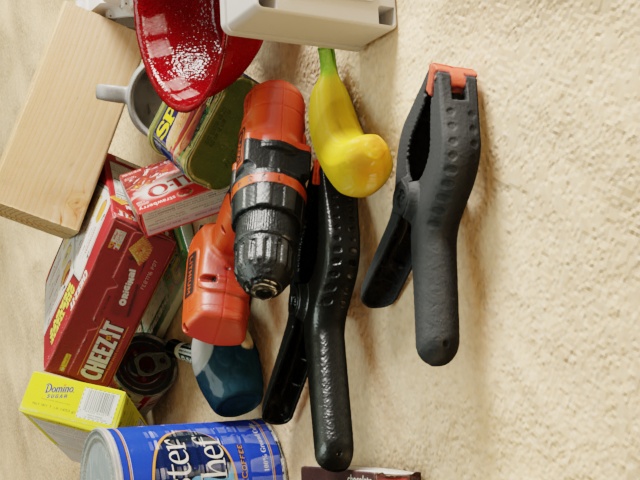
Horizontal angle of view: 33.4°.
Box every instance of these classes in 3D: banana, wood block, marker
[{"bbox_3d":[0.015,-0.066,0.693,0.198,0.037,0.069,-111,6,-61],"label":"banana"},{"bbox_3d":[-0.250,-0.115,1.050,0.090,0.090,0.206,-13,58,69],"label":"wood block"},{"bbox_3d":[-0.119,0.107,1.002,0.121,0.020,0.020,1,90,62],"label":"marker"}]

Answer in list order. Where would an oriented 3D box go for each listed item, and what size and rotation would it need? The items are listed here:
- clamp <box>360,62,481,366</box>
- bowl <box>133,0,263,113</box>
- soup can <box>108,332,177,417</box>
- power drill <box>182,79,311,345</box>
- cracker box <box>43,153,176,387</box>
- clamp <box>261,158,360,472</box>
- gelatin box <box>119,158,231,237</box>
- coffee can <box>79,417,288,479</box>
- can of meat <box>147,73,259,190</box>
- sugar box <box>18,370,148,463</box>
[{"bbox_3d":[0.065,-0.014,0.627,0.120,0.039,0.171,-131,47,-58],"label":"clamp"},{"bbox_3d":[-0.083,-0.177,0.792,0.162,0.055,0.162,19,112,56],"label":"bowl"},{"bbox_3d":[-0.194,0.144,1.092,0.102,0.068,0.068,-48,48,52],"label":"soup can"},{"bbox_3d":[-0.055,0.001,0.794,0.188,0.057,0.184,120,159,-49],"label":"power drill"},{"bbox_3d":[-0.212,0.023,1.056,0.164,0.072,0.214,-63,22,13],"label":"cracker box"},{"bbox_3d":[-0.006,0.050,0.759,0.165,0.036,0.210,165,110,-71],"label":"clamp"},{"bbox_3d":[-0.126,-0.045,0.945,0.073,0.089,0.030,-126,20,-51],"label":"gelatin box"},{"bbox_3d":[-0.110,0.197,0.851,0.103,0.140,0.103,-4,86,63],"label":"coffee can"},{"bbox_3d":[-0.092,-0.101,0.896,0.102,0.057,0.084,-61,36,9],"label":"can of meat"},{"bbox_3d":[-0.215,0.181,1.027,0.176,0.093,0.048,82,-158,-66],"label":"sugar box"}]
